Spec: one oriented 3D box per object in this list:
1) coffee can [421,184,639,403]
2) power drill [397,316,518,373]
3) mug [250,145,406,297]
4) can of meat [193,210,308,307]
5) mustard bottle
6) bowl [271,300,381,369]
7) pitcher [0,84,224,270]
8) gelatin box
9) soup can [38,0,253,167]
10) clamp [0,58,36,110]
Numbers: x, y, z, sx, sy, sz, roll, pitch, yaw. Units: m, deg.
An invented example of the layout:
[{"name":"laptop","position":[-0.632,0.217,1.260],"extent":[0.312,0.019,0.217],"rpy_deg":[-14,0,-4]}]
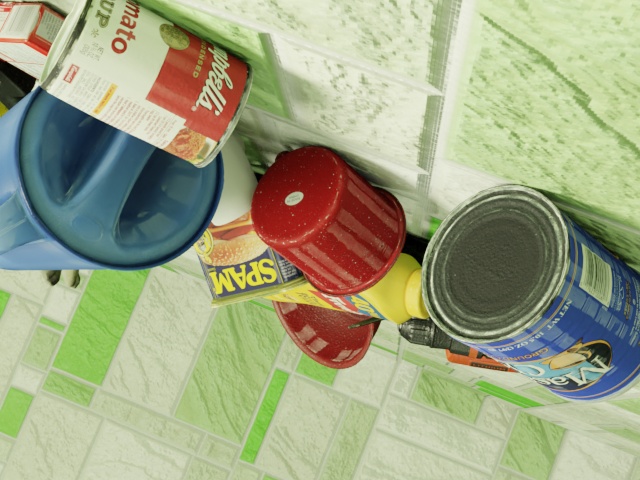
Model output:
[{"name":"coffee can","position":[0.146,0.038,0.689],"extent":[0.103,0.103,0.140],"rpy_deg":[15,169,45]},{"name":"power drill","position":[0.173,0.105,1.135],"extent":[0.184,0.057,0.187],"rpy_deg":[8,173,6]},{"name":"mug","position":[-0.001,-0.024,0.784],"extent":[0.081,0.093,0.117],"rpy_deg":[38,-160,-47]},{"name":"can of meat","position":[-0.056,0.001,0.865],"extent":[0.102,0.084,0.057],"rpy_deg":[-14,-172,37]},{"name":"mustard bottle","position":[0.027,0.034,0.915],"extent":[0.192,0.058,0.096],"rpy_deg":[9,161,32]},{"name":"bowl","position":[0.015,0.049,1.107],"extent":[0.055,0.162,0.162],"rpy_deg":[-21,-157,-38]},{"name":"pitcher","position":[-0.185,-0.034,0.728],"extent":[0.149,0.145,0.243],"rpy_deg":[15,167,-31]},{"name":"gelatin box","position":[-0.187,-0.133,0.724],"extent":[0.089,0.030,0.073],"rpy_deg":[13,169,45]},{"name":"soup can","position":[-0.099,-0.093,0.605],"extent":[0.102,0.068,0.069],"rpy_deg":[26,171,-22]},{"name":"clamp","position":[-0.288,-0.146,0.887],"extent":[0.120,0.039,0.172],"rpy_deg":[19,167,-12]}]
